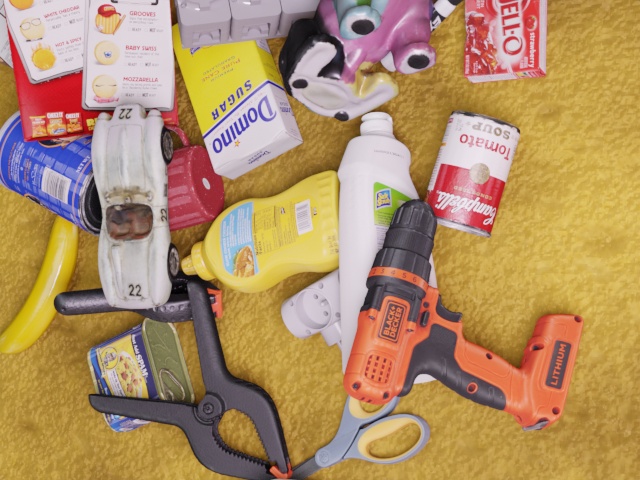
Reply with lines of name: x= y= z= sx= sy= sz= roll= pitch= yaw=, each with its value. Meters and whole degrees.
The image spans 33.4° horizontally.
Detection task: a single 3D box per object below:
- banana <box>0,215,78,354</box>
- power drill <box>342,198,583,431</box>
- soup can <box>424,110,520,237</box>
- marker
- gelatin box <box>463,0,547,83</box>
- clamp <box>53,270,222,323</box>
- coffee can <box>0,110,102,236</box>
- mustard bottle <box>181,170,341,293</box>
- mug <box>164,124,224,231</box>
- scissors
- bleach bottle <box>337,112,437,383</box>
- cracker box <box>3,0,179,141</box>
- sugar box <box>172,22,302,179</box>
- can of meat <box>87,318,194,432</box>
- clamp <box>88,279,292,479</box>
banana: x=-0.318 y=0.057 z=1.206 sx=0.070 sy=0.037 sz=0.198 roll=37 pitch=99 yaw=25
power drill: x=0.125 y=0.071 z=0.914 sx=0.187 sy=0.057 sz=0.184 roll=19 pitch=73 yaw=-3
soup can: x=0.137 y=-0.060 z=0.976 sx=0.069 sy=0.068 sz=0.102 roll=17 pitch=90 yaw=28
marker: x=0.103 y=-0.209 z=1.025 sx=0.121 sy=0.020 sz=0.020 roll=-43 pitch=65 yaw=33
gelatin box: x=0.173 y=-0.196 z=1.001 sx=0.073 sy=0.030 sz=0.089 roll=-1 pitch=82 yaw=27
clamp: x=-0.179 y=0.048 z=1.119 sx=0.171 sy=0.120 sz=0.039 roll=6 pitch=124 yaw=9
coffee can: x=-0.274 y=-0.078 z=1.168 sx=0.140 sy=0.102 sz=0.103 roll=26 pitch=94 yaw=28
mustard bottle: x=-0.057 y=0.001 z=1.069 sx=0.192 sy=0.058 sz=0.096 roll=-17 pitch=65 yaw=24
mug: x=-0.155 y=-0.064 z=1.113 sx=0.082 sy=0.093 sz=0.117 roll=-13 pitch=83 yaw=20
scissors: x=0.009 y=0.188 z=1.032 sx=0.202 sy=0.016 sz=0.096 roll=-17 pitch=73 yaw=24
bleach bottle: x=0.064 y=0.003 z=0.997 sx=0.068 sy=0.102 sz=0.251 roll=-21 pitch=64 yaw=48
cracker box: x=-0.235 y=-0.217 z=1.089 sx=0.072 sy=0.164 sz=0.214 roll=-119 pitch=24 yaw=-58
sugar box: x=-0.091 y=-0.164 z=1.121 sx=0.093 sy=0.048 sz=0.176 roll=-27 pitch=70 yaw=20
can of meat: x=-0.189 y=0.142 z=1.117 sx=0.084 sy=0.057 sz=0.102 roll=-26 pitch=72 yaw=23
clamp: x=-0.103 y=0.151 z=1.039 sx=0.210 sy=0.036 sz=0.164 roll=35 pitch=93 yaw=10
